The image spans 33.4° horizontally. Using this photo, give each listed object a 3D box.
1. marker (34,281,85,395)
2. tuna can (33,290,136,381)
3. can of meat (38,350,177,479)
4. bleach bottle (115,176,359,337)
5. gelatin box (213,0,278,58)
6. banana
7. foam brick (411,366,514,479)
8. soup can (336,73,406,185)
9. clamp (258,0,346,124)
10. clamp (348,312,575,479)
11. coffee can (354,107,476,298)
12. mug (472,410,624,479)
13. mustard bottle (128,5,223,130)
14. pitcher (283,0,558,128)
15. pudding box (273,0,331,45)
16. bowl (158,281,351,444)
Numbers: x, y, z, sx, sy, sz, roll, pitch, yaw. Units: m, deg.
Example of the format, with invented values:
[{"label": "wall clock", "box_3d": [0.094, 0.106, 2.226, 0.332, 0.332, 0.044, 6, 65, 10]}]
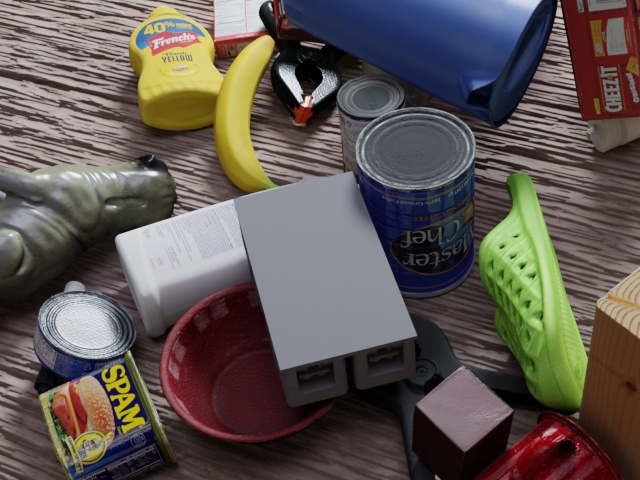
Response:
[{"label": "marker", "box_3d": [-0.235, 0.088, 0.964, 0.020, 0.020, 0.121, 0, 48, 8]}, {"label": "tuna can", "box_3d": [-0.206, 0.084, 0.932, 0.086, 0.034, 0.086, 16, 35, -11]}, {"label": "can of meat", "box_3d": [-0.175, 0.152, 0.873, 0.084, 0.057, 0.102, -24, 48, -10]}, {"label": "bleach bottle", "box_3d": [-0.057, 0.001, 0.992, 0.250, 0.068, 0.103, -19, 48, -13]}, {"label": "gelatin box", "box_3d": [-0.088, -0.255, 1.251, 0.073, 0.030, 0.089, -7, 51, 1]}, {"label": "banana", "box_3d": [-0.077, -0.127, 1.105, 0.069, 0.037, 0.198, 1, 66, -13]}, {"label": "foam brick", "box_3d": [0.104, 0.141, 0.790, 0.051, 0.078, 0.053, -36, 60, -21]}, {"label": "soup can", "box_3d": [0.052, -0.103, 1.044, 0.068, 0.102, 0.068, -4, 47, 4]}, {"label": "clamp", "box_3d": [-0.005, -0.197, 1.176, 0.120, 0.039, 0.171, 1, 55, -10]}, {"label": "clamp", "box_3d": [0.080, 0.126, 0.875, 0.210, 0.036, 0.164, 35, 60, 28]}, {"label": "coffee can", "box_3d": [0.086, -0.032, 0.947, 0.103, 0.140, 0.103, -4, 47, 4]}, {"label": "mug", "box_3d": [0.160, 0.177, 0.766, 0.081, 0.117, 0.093, -35, 52, -16]}, {"label": "mustard bottle", "box_3d": [-0.164, -0.203, 1.195, 0.096, 0.058, 0.192, -8, 46, -12]}, {"label": "pitcher", "box_3d": [0.096, -0.218, 1.014, 0.243, 0.149, 0.145, 27, 96, 18]}, {"label": "pudding box", "box_3d": [0.005, -0.257, 1.180, 0.113, 0.039, 0.090, 6, 47, -15]}, {"label": "bowl", "box_3d": [-0.050, 0.112, 0.892, 0.162, 0.055, 0.162, -4, 47, 4]}]
